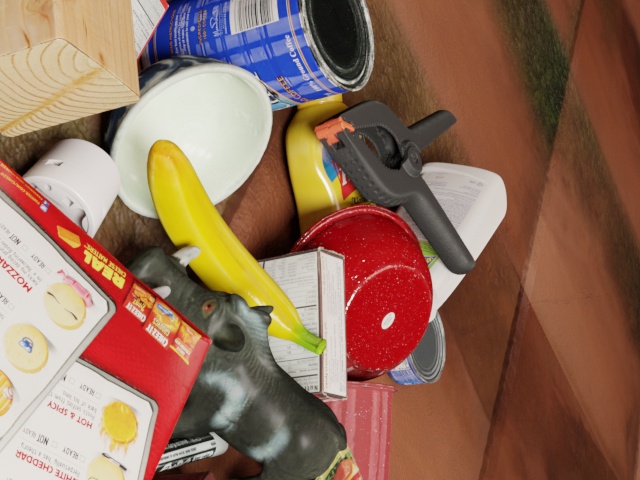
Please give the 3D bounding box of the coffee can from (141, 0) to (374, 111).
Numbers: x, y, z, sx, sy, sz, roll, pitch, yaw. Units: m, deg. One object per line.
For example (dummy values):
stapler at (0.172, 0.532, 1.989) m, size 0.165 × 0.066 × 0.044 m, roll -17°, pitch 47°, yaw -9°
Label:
coffee can at (-0.046, -0.144, 0.783) m, size 0.102 × 0.141 × 0.103 m, roll 26°, pitch 59°, yaw -54°

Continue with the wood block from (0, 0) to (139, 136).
wood block at (-0.167, -0.177, 0.600) m, size 0.090 × 0.091 × 0.206 m, roll 36°, pitch 43°, yaw -68°

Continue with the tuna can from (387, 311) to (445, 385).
tuna can at (0.090, 0.099, 1.047) m, size 0.086 × 0.034 × 0.086 m, roll 25°, pitch 60°, yaw -55°

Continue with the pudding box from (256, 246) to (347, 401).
pudding box at (-0.027, 0.068, 0.802) m, size 0.039 × 0.090 × 0.113 m, roll 21°, pitch 63°, yaw -55°

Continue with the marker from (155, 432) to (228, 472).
marker at (-0.104, 0.145, 0.717) m, size 0.120 × 0.020 × 0.020 m, roll -1°, pitch 82°, yaw -60°

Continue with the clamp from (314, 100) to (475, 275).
clamp at (0.072, -0.057, 0.933) m, size 0.209 × 0.036 × 0.164 m, roll 12°, pitch 64°, yaw -52°

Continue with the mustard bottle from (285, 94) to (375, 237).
mustard bottle at (0.010, -0.056, 0.935) m, size 0.096 × 0.058 × 0.191 m, roll -9°, pitch 89°, yaw -56°

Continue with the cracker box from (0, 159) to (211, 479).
cracker box at (-0.163, 0.085, 0.532) m, size 0.164 × 0.072 × 0.213 m, roll 43°, pitch 39°, yaw -20°

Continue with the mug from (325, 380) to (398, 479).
mug at (0.004, 0.154, 0.843) m, size 0.117 × 0.093 × 0.081 m, roll 9°, pitch 76°, yaw -26°

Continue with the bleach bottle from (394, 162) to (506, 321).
bleach bottle at (0.092, 0.016, 1.033) m, size 0.250 × 0.103 × 0.068 m, roll -49°, pitch 138°, yaw -43°

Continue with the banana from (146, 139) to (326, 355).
banana at (-0.066, 0.005, 0.730) m, size 0.197 × 0.070 × 0.037 m, roll 52°, pitch 53°, yaw -31°

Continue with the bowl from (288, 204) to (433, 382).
bowl at (0.039, 0.055, 0.874) m, size 0.161 × 0.055 × 0.162 m, roll -13°, pitch 114°, yaw -32°
